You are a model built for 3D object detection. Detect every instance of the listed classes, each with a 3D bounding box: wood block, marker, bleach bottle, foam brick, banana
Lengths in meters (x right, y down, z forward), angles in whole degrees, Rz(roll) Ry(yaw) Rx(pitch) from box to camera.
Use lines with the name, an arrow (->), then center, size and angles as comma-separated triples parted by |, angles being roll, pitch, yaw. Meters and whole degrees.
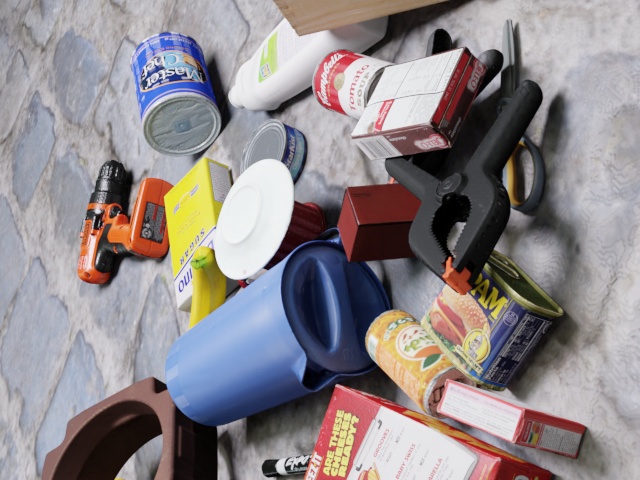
wood block -> 0.056, -0.287, 1.076 | 0.206, 0.090, 0.091 | -10, 63, 21
marker -> -0.018, 0.220, 1.048 | 0.121, 0.020, 0.020 | -20, 58, 47
bleach bottle -> -0.026, -0.225, 1.247 | 0.251, 0.068, 0.102 | -27, 51, 46
foam brick -> 0.062, -0.018, 1.003 | 0.051, 0.078, 0.053 | 101, 160, -45
banana -> -0.134, 0.072, 1.208 | 0.037, 0.069, 0.198 | 24, 136, 19

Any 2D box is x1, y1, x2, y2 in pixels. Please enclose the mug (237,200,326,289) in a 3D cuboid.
mug -> -0.058, 0.001, 1.156 | 0.093, 0.081, 0.117 | 16, 86, 55

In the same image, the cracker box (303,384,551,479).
cracker box -> 0.071, 0.229, 0.883 | 0.214, 0.072, 0.164 | 15, 84, 55

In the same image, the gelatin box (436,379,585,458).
gelatin box -> 0.146, 0.139, 0.826 | 0.089, 0.073, 0.030 | 13, 84, 54

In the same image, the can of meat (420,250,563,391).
can of meat -> 0.139, 0.063, 0.890 | 0.084, 0.057, 0.102 | -59, 37, 17

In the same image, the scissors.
scissors -> 0.159, -0.104, 0.982 | 0.096, 0.016, 0.202 | -37, 46, 37

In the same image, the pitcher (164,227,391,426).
pitcher -> -0.049, 0.096, 1.070 | 0.243, 0.148, 0.145 | -32, 80, 45

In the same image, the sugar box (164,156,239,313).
sugar box -> -0.143, -0.006, 1.304 | 0.093, 0.048, 0.176 | -42, 43, 33

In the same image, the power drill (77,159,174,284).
power drill -> -0.269, -0.035, 1.477 | 0.188, 0.057, 0.184 | -11, 68, 53

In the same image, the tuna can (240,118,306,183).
tuna can -> -0.055, -0.096, 1.243 | 0.086, 0.033, 0.086 | -28, 52, 43

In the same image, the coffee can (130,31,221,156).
coffee can -> -0.193, -0.195, 1.416 | 0.103, 0.102, 0.140 | -47, 41, 28

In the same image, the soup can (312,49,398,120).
soup can -> 0.046, -0.158, 1.113 | 0.102, 0.068, 0.068 | 30, 97, 54

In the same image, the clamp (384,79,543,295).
clamp -> 0.111, -0.037, 0.916 | 0.165, 0.036, 0.210 | -23, 38, 37

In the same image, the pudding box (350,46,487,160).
pudding box -> 0.089, -0.124, 0.976 | 0.114, 0.039, 0.090 | -2, 54, 51

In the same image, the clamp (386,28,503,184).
clamp -> 0.108, -0.127, 1.042 | 0.172, 0.039, 0.120 | -59, 24, 18
